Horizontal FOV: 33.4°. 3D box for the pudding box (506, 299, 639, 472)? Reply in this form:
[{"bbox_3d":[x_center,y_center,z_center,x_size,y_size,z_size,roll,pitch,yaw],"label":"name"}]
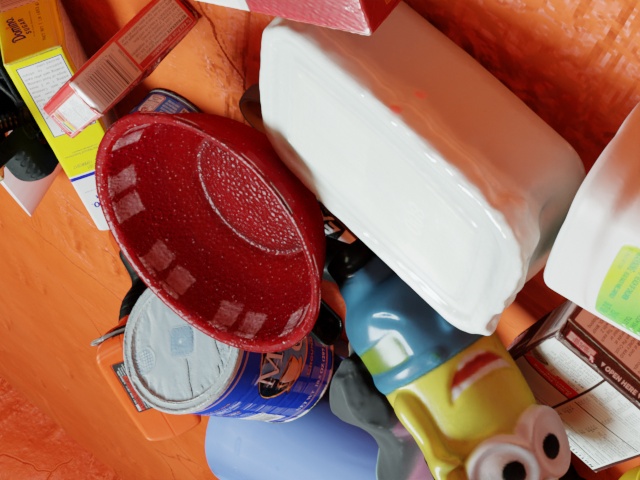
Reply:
[{"bbox_3d":[0.155,0.083,0.609,0.090,0.039,0.114,41,159,5],"label":"pudding box"}]

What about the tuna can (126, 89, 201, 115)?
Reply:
[{"bbox_3d":[-0.102,-0.064,0.761,0.086,0.033,0.086,34,157,17],"label":"tuna can"}]

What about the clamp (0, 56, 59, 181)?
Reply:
[{"bbox_3d":[-0.219,-0.077,0.749,0.039,0.120,0.171,-4,163,10],"label":"clamp"}]

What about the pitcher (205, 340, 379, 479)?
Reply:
[{"bbox_3d":[0.032,0.178,0.884,0.243,0.145,0.149,20,164,34],"label":"pitcher"}]

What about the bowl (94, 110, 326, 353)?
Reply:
[{"bbox_3d":[-0.053,-0.015,0.616,0.162,0.055,0.162,24,136,25],"label":"bowl"}]

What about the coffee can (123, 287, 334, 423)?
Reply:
[{"bbox_3d":[-0.066,0.084,0.813,0.103,0.103,0.140,27,-177,31],"label":"coffee can"}]

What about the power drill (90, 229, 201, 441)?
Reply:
[{"bbox_3d":[-0.135,0.086,0.928,0.187,0.057,0.184,-99,-16,-61],"label":"power drill"}]

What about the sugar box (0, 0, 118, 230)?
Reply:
[{"bbox_3d":[-0.177,-0.095,0.763,0.176,0.048,0.093,76,174,-50],"label":"sugar box"}]

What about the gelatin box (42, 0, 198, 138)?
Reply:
[{"bbox_3d":[-0.121,-0.106,0.644,0.030,0.089,0.073,46,157,-15],"label":"gelatin box"}]
